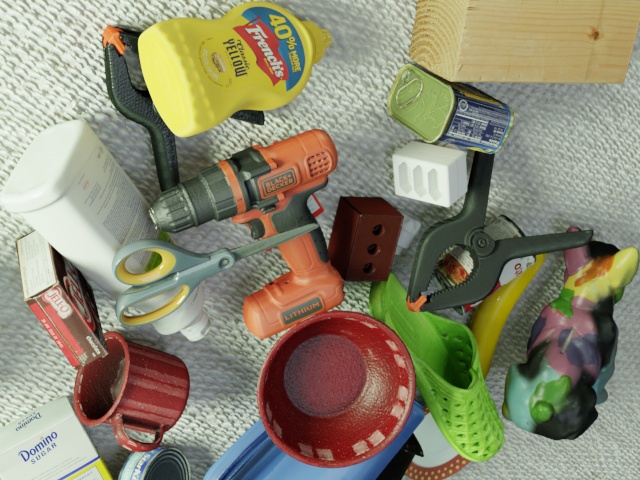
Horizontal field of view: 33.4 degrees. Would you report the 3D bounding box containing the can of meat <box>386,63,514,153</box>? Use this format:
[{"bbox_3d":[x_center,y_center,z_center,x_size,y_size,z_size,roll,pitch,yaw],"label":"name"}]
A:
[{"bbox_3d":[0.128,-0.128,1.053,0.083,0.102,0.057,9,111,-33],"label":"can of meat"}]

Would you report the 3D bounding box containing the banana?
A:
[{"bbox_3d":[0.212,0.083,1.245,0.069,0.037,0.198,21,104,-33],"label":"banana"}]

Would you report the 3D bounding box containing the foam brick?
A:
[{"bbox_3d":[0.045,-0.001,1.107,0.052,0.051,0.078,0,115,-27],"label":"foam brick"}]

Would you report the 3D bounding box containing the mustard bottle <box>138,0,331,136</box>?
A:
[{"bbox_3d":[-0.063,-0.160,0.944,0.191,0.058,0.096,-24,93,-39],"label":"mustard bottle"}]

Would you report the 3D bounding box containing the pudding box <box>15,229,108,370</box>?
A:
[{"bbox_3d":[-0.232,0.049,0.955,0.039,0.114,0.090,-28,125,-5],"label":"pudding box"}]

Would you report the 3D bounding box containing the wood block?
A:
[{"bbox_3d":[0.203,-0.209,1.055,0.205,0.090,0.091,-3,115,-25],"label":"wood block"}]

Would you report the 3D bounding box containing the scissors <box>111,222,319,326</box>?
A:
[{"bbox_3d":[-0.100,0.008,0.952,0.201,0.016,0.096,-32,134,-6],"label":"scissors"}]

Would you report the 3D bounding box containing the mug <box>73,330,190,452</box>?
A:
[{"bbox_3d":[-0.180,0.153,1.040,0.081,0.117,0.093,23,127,-39],"label":"mug"}]

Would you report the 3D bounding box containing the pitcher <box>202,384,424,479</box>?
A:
[{"bbox_3d":[-0.008,0.237,1.162,0.145,0.149,0.243,42,89,8],"label":"pitcher"}]

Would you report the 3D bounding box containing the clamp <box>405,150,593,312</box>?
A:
[{"bbox_3d":[0.177,0.006,1.127,0.164,0.036,0.210,40,83,-1],"label":"clamp"}]

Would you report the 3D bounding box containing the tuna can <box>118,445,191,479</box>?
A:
[{"bbox_3d":[-0.174,0.257,1.117,0.086,0.034,0.086,-8,100,-59],"label":"tuna can"}]

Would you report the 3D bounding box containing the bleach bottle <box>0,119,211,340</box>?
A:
[{"bbox_3d":[-0.178,0.012,0.975,0.068,0.102,0.250,-10,133,29],"label":"bleach bottle"}]

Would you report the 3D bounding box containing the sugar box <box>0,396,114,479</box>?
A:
[{"bbox_3d":[-0.262,0.249,1.089,0.093,0.048,0.176,-27,121,-14],"label":"sugar box"}]

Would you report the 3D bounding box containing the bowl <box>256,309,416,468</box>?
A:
[{"bbox_3d":[0.012,0.143,1.072,0.162,0.055,0.162,-2,99,-12],"label":"bowl"}]

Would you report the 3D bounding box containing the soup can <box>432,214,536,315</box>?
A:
[{"bbox_3d":[0.178,0.026,1.178,0.102,0.069,0.068,-35,126,-6],"label":"soup can"}]

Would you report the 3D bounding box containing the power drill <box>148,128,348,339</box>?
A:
[{"bbox_3d":[-0.057,0.001,1.016,0.184,0.057,0.187,-22,126,-12],"label":"power drill"}]

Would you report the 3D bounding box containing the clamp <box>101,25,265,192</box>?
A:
[{"bbox_3d":[-0.142,-0.117,0.961,0.171,0.039,0.120,39,87,-32],"label":"clamp"}]
